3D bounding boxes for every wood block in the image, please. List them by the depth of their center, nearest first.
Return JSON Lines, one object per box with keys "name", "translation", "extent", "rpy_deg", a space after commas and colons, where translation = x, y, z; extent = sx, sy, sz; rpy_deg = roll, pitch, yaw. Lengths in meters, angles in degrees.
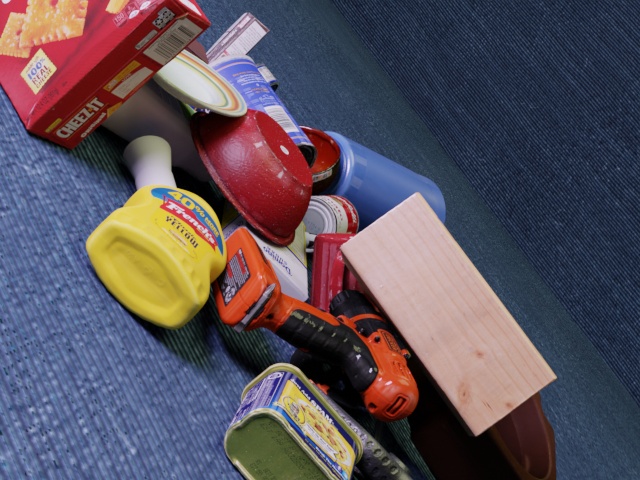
{"name": "wood block", "translation": [0.114, 0.069, 0.982], "extent": [0.206, 0.090, 0.091], "rpy_deg": [54, -3, 10]}

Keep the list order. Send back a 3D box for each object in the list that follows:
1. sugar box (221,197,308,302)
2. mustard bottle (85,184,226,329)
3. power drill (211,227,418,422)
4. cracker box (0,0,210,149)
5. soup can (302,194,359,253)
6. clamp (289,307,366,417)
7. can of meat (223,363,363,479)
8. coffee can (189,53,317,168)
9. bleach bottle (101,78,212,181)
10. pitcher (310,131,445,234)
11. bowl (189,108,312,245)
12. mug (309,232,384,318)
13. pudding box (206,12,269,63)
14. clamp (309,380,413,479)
{"name": "sugar box", "translation": [-0.057, 0.001, 1.086], "extent": [0.093, 0.048, 0.176], "rpy_deg": [46, 18, -18]}
{"name": "mustard bottle", "translation": [-0.120, 0.001, 0.861], "extent": [0.096, 0.058, 0.191], "rpy_deg": [43, 14, -7]}
{"name": "power drill", "translation": [-0.007, 0.064, 0.932], "extent": [0.187, 0.057, 0.184], "rpy_deg": [32, 13, -25]}
{"name": "cracker box", "translation": [-0.216, -0.212, 0.901], "extent": [0.214, 0.164, 0.072], "rpy_deg": [56, 13, 22]}
{"name": "soup can", "translation": [0.001, -0.020, 1.275], "extent": [0.068, 0.068, 0.102], "rpy_deg": [52, 15, 8]}
{"name": "clamp", "translation": [0.017, 0.132, 0.990], "extent": [0.120, 0.039, 0.171], "rpy_deg": [44, 17, -4]}
{"name": "can of meat", "translation": [-0.020, 0.152, 0.783], "extent": [0.102, 0.057, 0.084], "rpy_deg": [49, 15, -6]}
{"name": "coffee can", "translation": [-0.083, -0.127, 1.219], "extent": [0.140, 0.103, 0.102], "rpy_deg": [55, 15, 20]}
{"name": "bleach bottle", "translation": [-0.162, -0.120, 1.047], "extent": [0.250, 0.068, 0.103], "rpy_deg": [38, 19, -47]}
{"name": "pitcher", "translation": [0.054, -0.068, 1.456], "extent": [0.242, 0.149, 0.145], "rpy_deg": [25, 70, -53]}
{"name": "bowl", "translation": [-0.056, -0.076, 1.055], "extent": [0.162, 0.055, 0.162], "rpy_deg": [48, 18, -21]}
{"name": "mug", "translation": [0.028, 0.036, 1.097], "extent": [0.117, 0.093, 0.081], "rpy_deg": [-12, 106, -72]}
{"name": "pudding box", "translation": [-0.118, -0.245, 1.377], "extent": [0.039, 0.090, 0.114], "rpy_deg": [44, -8, -11]}
{"name": "clamp", "translation": [0.058, 0.196, 0.860], "extent": [0.210, 0.036, 0.165], "rpy_deg": [46, -14, -1]}
